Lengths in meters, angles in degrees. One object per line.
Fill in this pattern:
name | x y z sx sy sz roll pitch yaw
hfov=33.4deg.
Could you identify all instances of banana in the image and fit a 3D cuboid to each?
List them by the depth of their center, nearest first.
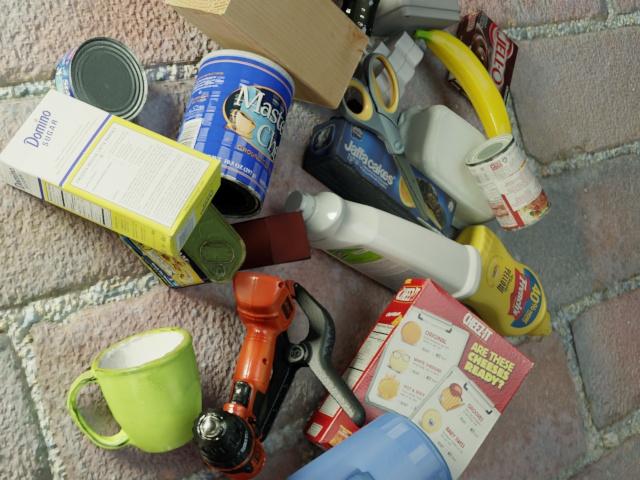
banana | 0.188 -0.196 1.350 0.198 0.037 0.069 50 56 -8

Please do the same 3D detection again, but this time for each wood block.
wood block | -0.050 -0.228 1.107 0.205 0.090 0.091 32 80 -51

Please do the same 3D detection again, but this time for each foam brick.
foam brick | -0.057 0.001 1.111 0.052 0.078 0.051 -9 89 -43

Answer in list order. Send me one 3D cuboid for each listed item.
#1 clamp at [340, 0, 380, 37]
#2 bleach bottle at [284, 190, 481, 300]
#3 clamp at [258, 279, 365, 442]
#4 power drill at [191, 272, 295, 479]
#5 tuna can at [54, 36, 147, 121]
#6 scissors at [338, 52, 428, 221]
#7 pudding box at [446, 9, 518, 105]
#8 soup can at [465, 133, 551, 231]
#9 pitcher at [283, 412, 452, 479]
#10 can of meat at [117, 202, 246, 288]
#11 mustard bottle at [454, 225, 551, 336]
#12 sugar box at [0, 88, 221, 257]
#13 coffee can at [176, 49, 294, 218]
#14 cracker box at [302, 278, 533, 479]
clamp | 0.040 -0.264 1.242 0.036 0.165 0.210 21 90 -17
bleach bottle | 0.066 0.002 1.206 0.250 0.103 0.068 27 60 -37
clamp | -0.011 0.125 1.114 0.039 0.120 0.171 58 32 -73
power drill | -0.074 0.129 1.024 0.184 0.057 0.187 79 22 -69
tuna can | -0.212 -0.151 1.030 0.085 0.034 0.086 10 75 -41
scissors | 0.068 -0.110 1.205 0.096 0.016 0.202 -17 99 -34
pudding box | 0.220 -0.240 1.438 0.090 0.039 0.113 35 60 -33
soup can | 0.230 -0.071 1.310 0.068 0.069 0.102 -47 112 -38
pitcher | 0.009 0.270 1.022 0.242 0.149 0.145 -34 112 -21
can of meat | -0.136 -0.001 1.035 0.102 0.084 0.057 51 52 -23
mustard bottle | 0.239 0.070 1.381 0.191 0.058 0.096 40 64 -31
sugar box | -0.188 -0.062 0.961 0.176 0.048 0.093 23 59 10
coffee can | -0.091 -0.107 1.084 0.102 0.103 0.140 30 63 -35
cracker box | 0.107 0.173 1.172 0.164 0.072 0.213 38 78 -16
